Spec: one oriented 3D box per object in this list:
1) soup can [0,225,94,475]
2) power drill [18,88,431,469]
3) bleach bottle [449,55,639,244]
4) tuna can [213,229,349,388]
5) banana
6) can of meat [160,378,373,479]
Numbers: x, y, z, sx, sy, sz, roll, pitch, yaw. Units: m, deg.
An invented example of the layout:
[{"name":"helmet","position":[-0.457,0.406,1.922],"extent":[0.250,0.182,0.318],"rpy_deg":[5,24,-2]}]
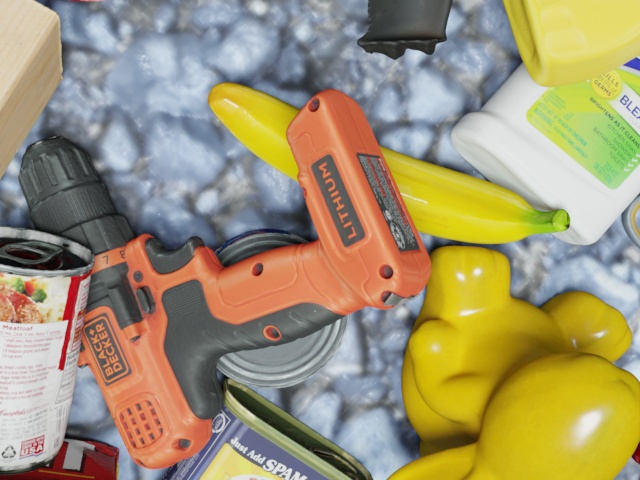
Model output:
[{"name":"soup can","position":[-0.150,0.051,0.510],"extent":[0.068,0.068,0.102],"rpy_deg":[10,104,-9]},{"name":"power drill","position":[-0.053,0.001,0.533],"extent":[0.188,0.057,0.184],"rpy_deg":[-28,84,22]},{"name":"bleach bottle","position":[0.190,-0.121,0.593],"extent":[0.102,0.068,0.251],"rpy_deg":[40,87,-6]},{"name":"tuna can","position":[-0.028,0.037,0.592],"extent":[0.086,0.034,0.086],"rpy_deg":[-1,96,-8]},{"name":"banana","position":[0.034,-0.038,0.577],"extent":[0.198,0.070,0.037],"rpy_deg":[19,65,2]},{"name":"can of meat","position":[-0.034,0.141,0.592],"extent":[0.102,0.057,0.084],"rpy_deg":[35,92,-11]}]
